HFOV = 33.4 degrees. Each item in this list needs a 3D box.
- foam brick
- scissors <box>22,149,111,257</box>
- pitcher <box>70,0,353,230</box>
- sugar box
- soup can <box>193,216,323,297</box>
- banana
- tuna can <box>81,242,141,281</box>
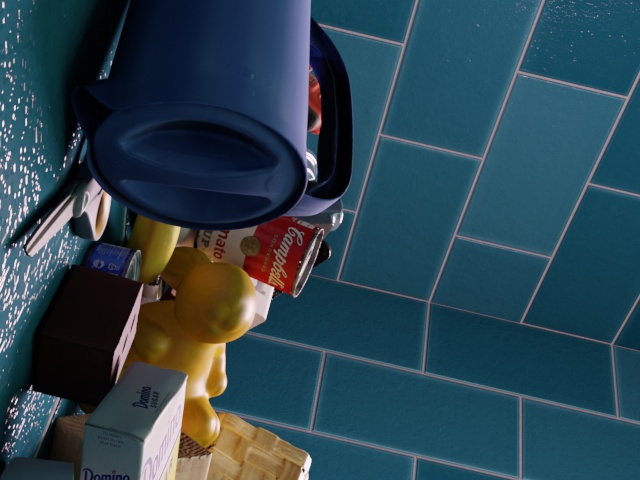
[{"bbox_3d":[-0.154,0.063,0.709,0.078,0.051,0.053,-79,-177,-54],"label":"foam brick"},{"bbox_3d":[-0.154,-0.013,0.668,0.201,0.016,0.096,-79,-178,-56],"label":"scissors"},{"bbox_3d":[-0.057,-0.133,0.700,0.149,0.145,0.243,68,23,-56],"label":"pitcher"},{"bbox_3d":[-0.127,0.179,0.699,0.093,0.048,0.176,-62,165,-69],"label":"sugar box"},{"bbox_3d":[-0.056,0.001,0.975,0.068,0.102,0.068,24,89,-83],"label":"soup can"},{"bbox_3d":[-0.138,0.000,0.870,0.198,0.037,0.069,130,-21,-61],"label":"banana"},{"bbox_3d":[-0.161,0.045,0.796,0.086,0.033,0.086,-170,-87,-88],"label":"tuna can"}]
